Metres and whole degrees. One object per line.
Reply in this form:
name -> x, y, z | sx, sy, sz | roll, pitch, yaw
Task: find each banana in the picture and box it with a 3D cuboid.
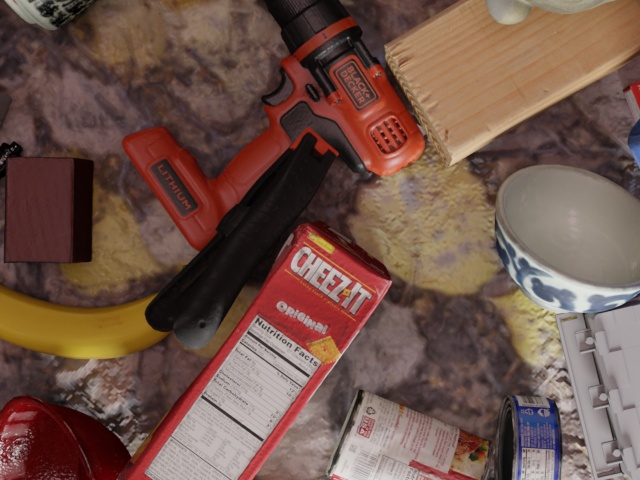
banana -> -0.184, 0.053, 0.784 | 0.198, 0.037, 0.069 | -1, 90, 5

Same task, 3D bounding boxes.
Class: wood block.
wood block -> 0.155, -0.142, 0.735 | 0.206, 0.090, 0.091 | -30, 88, 4

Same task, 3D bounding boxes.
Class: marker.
marker -> -0.267, -0.028, 0.798 | 0.020, 0.020, 0.121 | 44, 93, 2

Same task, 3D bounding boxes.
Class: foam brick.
foam brick -> -0.197, -0.022, 0.777 | 0.051, 0.053, 0.078 | 2, 90, 3

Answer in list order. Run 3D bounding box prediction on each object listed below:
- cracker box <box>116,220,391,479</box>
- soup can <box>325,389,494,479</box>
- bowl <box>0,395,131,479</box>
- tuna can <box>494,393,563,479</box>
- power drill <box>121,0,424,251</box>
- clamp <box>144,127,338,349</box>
cracker box -> -0.042, 0.089, 0.712 | 0.072, 0.164, 0.214 | 35, 93, 0
soup can -> 0.062, 0.155, 0.754 | 0.102, 0.068, 0.068 | 22, 92, 4
bowl -> -0.171, 0.182, 0.752 | 0.162, 0.055, 0.162 | 12, 106, 46
tuna can -> 0.143, 0.150, 0.740 | 0.034, 0.086, 0.086 | 3, 91, 2
power drill -> -0.045, -0.093, 0.764 | 0.187, 0.057, 0.184 | -34, 88, 3
clamp -> -0.055, 0.001, 0.702 | 0.039, 0.120, 0.171 | 46, 69, -20
